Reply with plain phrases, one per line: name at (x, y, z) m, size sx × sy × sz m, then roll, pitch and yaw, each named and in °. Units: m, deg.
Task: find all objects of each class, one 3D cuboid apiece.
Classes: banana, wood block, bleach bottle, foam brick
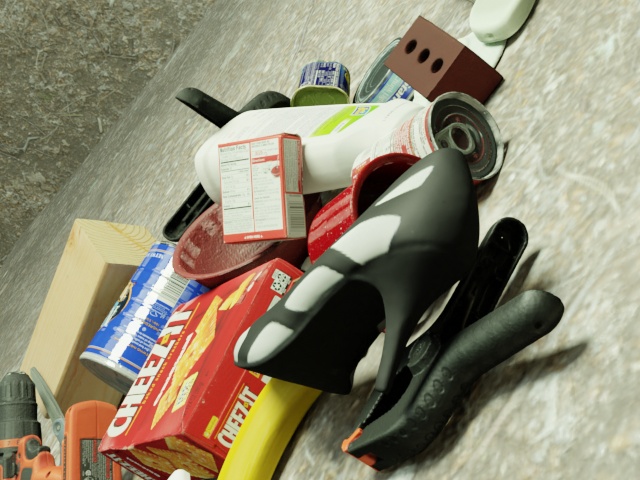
banana at (-0.038, 0.148, 0.752) m, size 0.197 × 0.037 × 0.070 m, roll -60°, pitch 18°, yaw -20°
wood block at (-0.250, 0.089, 1.186) m, size 0.091 × 0.090 × 0.206 m, roll 47°, pitch 120°, yaw 43°
bleach bottle at (0.007, -0.078, 0.930) m, size 0.251 × 0.068 × 0.102 m, roll 1°, pitch 38°, yaw 45°
foam brick at (0.100, -0.139, 0.875) m, size 0.053 × 0.051 × 0.078 m, roll -53°, pitch 38°, yaw 9°

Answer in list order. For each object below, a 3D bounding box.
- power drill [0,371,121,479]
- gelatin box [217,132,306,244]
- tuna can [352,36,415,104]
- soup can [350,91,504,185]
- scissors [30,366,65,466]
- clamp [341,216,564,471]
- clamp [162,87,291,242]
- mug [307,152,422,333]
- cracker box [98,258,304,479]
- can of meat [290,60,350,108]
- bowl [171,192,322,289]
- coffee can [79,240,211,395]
power drill at (-0.269, 0.210, 1.060) m, size 0.188 × 0.057 × 0.184 m, roll -22°, pitch 69°, yaw 46°
gelatin box at (-0.049, -0.043, 0.907) m, size 0.073 × 0.030 × 0.089 m, roll -5°, pitch 87°, yaw 39°
tuna can at (0.068, -0.156, 1.044) m, size 0.086 × 0.033 × 0.086 m, roll -51°, pitch 16°, yaw 20°
soup can at (0.077, -0.057, 0.791) m, size 0.102 × 0.068 × 0.068 m, roll -32°, pitch 27°, yaw 50°
scissors at (-0.274, 0.217, 1.116) m, size 0.202 × 0.016 × 0.096 m, roll 29°, pitch 98°, yaw 44°
clamp at (0.074, 0.070, 0.605) m, size 0.171 × 0.039 × 0.120 m, roll -57°, pitch 6°, yaw 10°
clamp at (-0.079, -0.105, 1.069) m, size 0.209 × 0.036 × 0.165 m, roll -35°, pitch -36°, yaw -40°
mug at (0.045, 0.008, 0.742) m, size 0.082 × 0.093 × 0.117 m, roll -35°, pitch 61°, yaw 57°
cracker box at (-0.093, 0.115, 0.897) m, size 0.214 × 0.072 × 0.164 m, roll -25°, pitch 33°, yaw 58°
can of meat at (0.002, -0.121, 1.065) m, size 0.084 × 0.057 × 0.102 m, roll -82°, pitch -6°, yaw -61°
bowl at (-0.057, 0.001, 0.996) m, size 0.162 × 0.055 × 0.162 m, roll -26°, pitch 27°, yaw 14°
coffee can at (-0.161, 0.086, 1.072) m, size 0.140 × 0.102 × 0.103 m, roll -60°, pitch 19°, yaw -21°
